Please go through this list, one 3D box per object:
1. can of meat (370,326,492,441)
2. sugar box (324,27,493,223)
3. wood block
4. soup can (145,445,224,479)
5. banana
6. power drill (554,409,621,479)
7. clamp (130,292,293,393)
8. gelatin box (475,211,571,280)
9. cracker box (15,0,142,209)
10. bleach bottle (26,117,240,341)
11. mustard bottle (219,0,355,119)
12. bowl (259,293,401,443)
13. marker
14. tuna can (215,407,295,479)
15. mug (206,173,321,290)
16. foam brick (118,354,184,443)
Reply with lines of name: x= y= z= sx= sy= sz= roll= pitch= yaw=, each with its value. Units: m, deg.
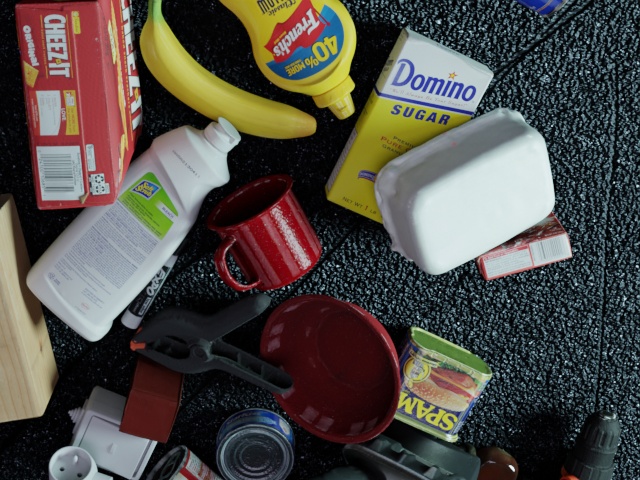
can of meat: x=0.116 y=0.149 z=1.113 sx=0.102 sy=0.057 sz=0.084 roll=25 pitch=106 yaw=-10
sugar box: x=0.083 y=-0.103 z=1.023 sx=0.093 sy=0.048 sz=0.176 roll=22 pitch=110 yaw=-11
wood block: x=-0.332 y=0.069 z=1.054 sx=0.090 sy=0.091 sz=0.206 roll=-8 pitch=110 yaw=1
soup can: x=-0.132 y=0.278 z=1.149 sx=0.068 sy=0.068 sz=0.102 roll=-42 pitch=107 yaw=13
banana: x=-0.097 y=-0.144 z=0.999 sx=0.197 sy=0.037 sz=0.070 roll=36 pitch=137 yaw=-19
power drill: x=0.237 y=0.274 z=1.111 sx=0.187 sy=0.057 sz=0.184 roll=-7 pitch=116 yaw=-43
clamp: x=-0.112 y=0.094 z=1.067 sx=0.171 sy=0.039 sz=0.120 roll=7 pitch=121 yaw=14
gelatin box: x=0.194 y=0.003 z=1.051 sx=0.089 sy=0.073 sz=0.030 roll=-16 pitch=110 yaw=5
cracker box: x=-0.199 y=-0.138 z=0.914 sx=0.072 sy=0.213 sz=0.164 roll=-2 pitch=111 yaw=-3
bleach bottle: x=-0.167 y=-0.018 z=1.030 sx=0.251 sy=0.068 sz=0.102 roll=-42 pitch=105 yaw=17
mustard bottle: x=-0.023 y=-0.196 z=0.980 sx=0.096 sy=0.058 sz=0.191 roll=-29 pitch=109 yaw=10
bowl: x=0.020 y=0.121 z=1.080 sx=0.162 sy=0.055 sz=0.162 roll=12 pitch=115 yaw=29
marker: x=-0.167 y=0.037 z=1.084 sx=0.020 sy=0.020 sz=0.121 roll=29 pitch=107 yaw=-12
tuna can: x=-0.070 y=0.226 z=1.149 sx=0.086 sy=0.034 sz=0.086 roll=0 pitch=111 yaw=-1
mug: x=-0.057 y=0.001 z=1.027 sx=0.093 sy=0.117 sz=0.081 roll=-5 pitch=124 yaw=43
foam brick: x=-0.173 y=0.163 z=1.100 sx=0.051 sy=0.078 sz=0.053 roll=17 pitch=109 yaw=-9
